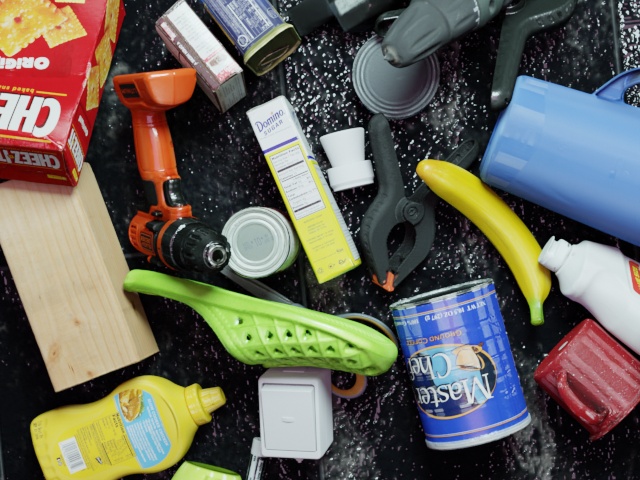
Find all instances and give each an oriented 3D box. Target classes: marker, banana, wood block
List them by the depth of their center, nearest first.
[{"bbox_3d":[0.167,-0.012,1.030,0.037,0.069,0.198,-35,100,32],"label":"banana"},{"bbox_3d":[-0.244,0.033,1.055,0.090,0.091,0.206,-21,89,4],"label":"wood block"},{"bbox_3d":[-0.071,0.260,1.081,0.020,0.020,0.121,12,92,4],"label":"marker"}]

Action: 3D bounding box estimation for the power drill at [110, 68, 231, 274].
[{"bbox_3d":[-0.140,-0.064,0.994,0.057,0.185,0.188,-10,102,-29],"label":"power drill"}]

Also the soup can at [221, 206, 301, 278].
[{"bbox_3d":[-0.057,0.001,1.034,0.068,0.102,0.068,0,91,5],"label":"soup can"}]

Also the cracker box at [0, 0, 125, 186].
[{"bbox_3d":[-0.292,-0.166,1.019,0.164,0.072,0.213,6,60,4],"label":"cracker box"}]

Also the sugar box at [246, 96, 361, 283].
[{"bbox_3d":[-0.015,-0.048,1.035,0.048,0.093,0.176,-26,88,4],"label":"sugar box"}]

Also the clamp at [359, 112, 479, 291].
[{"bbox_3d":[0.075,-0.039,1.039,0.120,0.039,0.171,22,92,-19],"label":"clamp"}]

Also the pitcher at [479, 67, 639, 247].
[{"bbox_3d":[0.282,-0.077,0.996,0.243,0.145,0.149,20,55,7],"label":"pitcher"}]

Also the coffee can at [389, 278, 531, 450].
[{"bbox_3d":[0.133,0.117,1.021,0.103,0.103,0.140,-15,90,4],"label":"coffee can"}]

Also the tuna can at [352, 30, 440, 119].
[{"bbox_3d":[0.075,-0.163,1.054,0.086,0.033,0.086,0,91,4],"label":"tuna can"}]

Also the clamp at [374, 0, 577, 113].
[{"bbox_3d":[0.179,-0.208,1.006,0.209,0.036,0.165,-31,56,-15],"label":"clamp"}]

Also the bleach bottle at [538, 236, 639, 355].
[{"bbox_3d":[0.319,0.077,1.007,0.251,0.102,0.068,31,129,3],"label":"bleach bottle"}]

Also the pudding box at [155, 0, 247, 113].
[{"bbox_3d":[-0.113,-0.175,1.030,0.039,0.113,0.090,-41,88,-2],"label":"pudding box"}]

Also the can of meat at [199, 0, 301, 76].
[{"bbox_3d":[-0.070,-0.214,1.032,0.057,0.102,0.084,-38,86,5],"label":"can of meat"}]

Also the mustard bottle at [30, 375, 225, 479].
[{"bbox_3d":[-0.186,0.189,1.069,0.191,0.058,0.096,-22,88,5],"label":"mustard bottle"}]

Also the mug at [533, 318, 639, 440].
[{"bbox_3d":[0.254,0.133,1.009,0.081,0.117,0.093,43,123,7],"label":"mug"}]

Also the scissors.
[{"bbox_3d":[-0.023,0.094,1.076,0.202,0.016,0.096,17,92,4],"label":"scissors"}]
